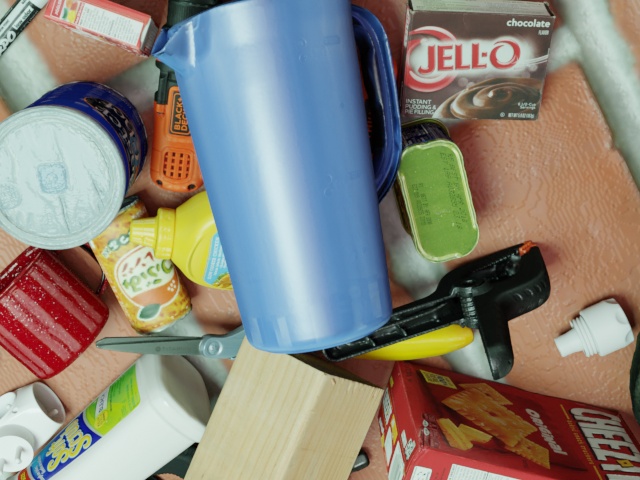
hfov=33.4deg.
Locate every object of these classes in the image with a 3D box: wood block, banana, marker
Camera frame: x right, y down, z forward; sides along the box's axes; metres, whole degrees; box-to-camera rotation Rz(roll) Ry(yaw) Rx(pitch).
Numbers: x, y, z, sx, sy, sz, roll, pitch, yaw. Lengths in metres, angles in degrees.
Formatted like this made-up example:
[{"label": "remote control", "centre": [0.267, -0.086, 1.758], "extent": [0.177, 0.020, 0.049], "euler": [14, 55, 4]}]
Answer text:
[{"label": "wood block", "centre": [-0.043, 0.191, 0.849], "extent": [0.090, 0.090, 0.206], "euler": [24, 88, -51]}, {"label": "banana", "centre": [0.032, 0.075, 0.891], "extent": [0.197, 0.070, 0.037], "euler": [14, 62, -26]}, {"label": "marker", "centre": [-0.256, -0.156, 0.843], "extent": [0.020, 0.020, 0.121], "euler": [41, 101, -12]}]

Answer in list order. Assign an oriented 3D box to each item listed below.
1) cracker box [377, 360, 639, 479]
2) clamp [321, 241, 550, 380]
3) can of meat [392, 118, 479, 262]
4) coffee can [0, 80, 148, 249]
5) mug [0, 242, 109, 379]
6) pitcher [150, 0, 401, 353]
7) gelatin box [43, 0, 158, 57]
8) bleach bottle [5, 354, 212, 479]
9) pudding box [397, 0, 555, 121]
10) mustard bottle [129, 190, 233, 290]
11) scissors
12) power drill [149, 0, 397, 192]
[{"label": "cracker box", "centre": [0.162, 0.179, 0.876], "extent": [0.213, 0.164, 0.072], "euler": [14, 107, -5]}, {"label": "clamp", "centre": [0.110, 0.052, 0.844], "extent": [0.165, 0.209, 0.036], "euler": [-1, 111, 35]}, {"label": "can of meat", "centre": [0.089, -0.040, 0.853], "extent": [0.057, 0.084, 0.102], "euler": [-15, 106, 2]}, {"label": "coffee can", "centre": [-0.190, -0.061, 0.809], "extent": [0.103, 0.140, 0.103], "euler": [0, 106, -2]}, {"label": "mug", "centre": [-0.221, 0.050, 0.874], "extent": [0.081, 0.093, 0.117], "euler": [46, 66, -18]}, {"label": "pitcher", "centre": [-0.014, -0.052, 0.757], "extent": [0.149, 0.145, 0.243], "euler": [-10, 98, 9]}, {"label": "gelatin box", "centre": [-0.164, -0.165, 0.807], "extent": [0.073, 0.089, 0.030], "euler": [19, 94, -7]}, {"label": "bleach bottle", "centre": [-0.205, 0.198, 0.902], "extent": [0.251, 0.102, 0.068], "euler": [-41, 117, 9]}, {"label": "pudding box", "centre": [0.120, -0.142, 0.836], "extent": [0.113, 0.039, 0.090], "euler": [0, 126, -3]}, {"label": "mustard bottle", "centre": [-0.056, 0.001, 0.853], "extent": [0.191, 0.058, 0.096], "euler": [5, 138, -12]}, {"label": "scissors", "centre": [-0.077, 0.071, 0.882], "extent": [0.201, 0.016, 0.096], "euler": [21, 93, -29]}, {"label": "power drill", "centre": [-0.038, -0.120, 0.842], "extent": [0.187, 0.057, 0.184], "euler": [8, 106, -2]}]
